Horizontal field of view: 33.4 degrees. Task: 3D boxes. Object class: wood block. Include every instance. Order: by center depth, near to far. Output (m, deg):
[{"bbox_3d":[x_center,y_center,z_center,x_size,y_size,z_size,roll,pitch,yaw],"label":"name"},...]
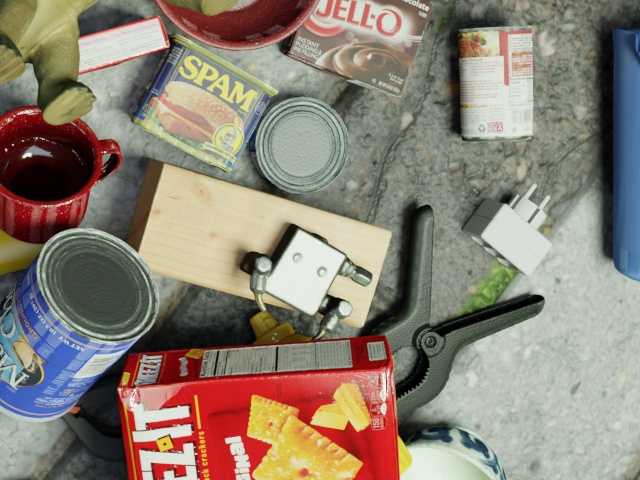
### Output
[{"bbox_3d":[-0.056,0.002,0.929,0.205,0.091,0.090,16,94,-17],"label":"wood block"}]

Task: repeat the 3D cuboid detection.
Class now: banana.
[{"bbox_3d":[-0.267,0.024,0.901,0.197,0.037,0.069,-10,100,-14],"label":"banana"}]

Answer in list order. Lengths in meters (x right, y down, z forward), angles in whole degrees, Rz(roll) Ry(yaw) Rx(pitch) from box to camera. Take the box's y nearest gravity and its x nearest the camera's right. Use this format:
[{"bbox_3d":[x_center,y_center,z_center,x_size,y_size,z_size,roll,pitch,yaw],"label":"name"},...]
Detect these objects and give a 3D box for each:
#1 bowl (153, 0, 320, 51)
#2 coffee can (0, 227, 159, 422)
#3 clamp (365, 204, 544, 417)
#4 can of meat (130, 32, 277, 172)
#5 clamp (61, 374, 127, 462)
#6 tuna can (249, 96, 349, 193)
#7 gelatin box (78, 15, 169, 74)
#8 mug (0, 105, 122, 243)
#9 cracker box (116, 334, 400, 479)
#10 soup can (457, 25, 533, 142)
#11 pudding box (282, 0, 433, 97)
[{"bbox_3d":[-0.075,-0.242,0.907,0.162,0.055,0.162,-2,99,-15],"label":"bowl"},{"bbox_3d":[-0.207,0.070,0.854,0.102,0.102,0.141,33,131,-17],"label":"coffee can"},{"bbox_3d":[0.109,0.092,1.016,0.164,0.036,0.210,30,91,-17],"label":"clamp"},{"bbox_3d":[-0.102,-0.116,0.918,0.102,0.057,0.084,28,92,-18],"label":"can of meat"},{"bbox_3d":[-0.148,0.157,0.954,0.171,0.039,0.120,29,83,-24],"label":"clamp"},{"bbox_3d":[-0.020,-0.086,0.956,0.086,0.034,0.086,-2,98,-15],"label":"tuna can"},{"bbox_3d":[-0.175,-0.159,0.881,0.089,0.073,0.030,-19,103,-12],"label":"gelatin box"},{"bbox_3d":[-0.217,-0.053,0.870,0.117,0.082,0.093,-23,72,-26],"label":"mug"},{"bbox_3d":[-0.045,0.170,0.854,0.213,0.072,0.164,-4,108,0],"label":"cracker box"},{"bbox_3d":[0.161,-0.144,0.980,0.068,0.069,0.102,-6,100,-15],"label":"soup can"},{"bbox_3d":[0.033,-0.188,0.953,0.113,0.039,0.090,19,92,-17],"label":"pudding box"}]
